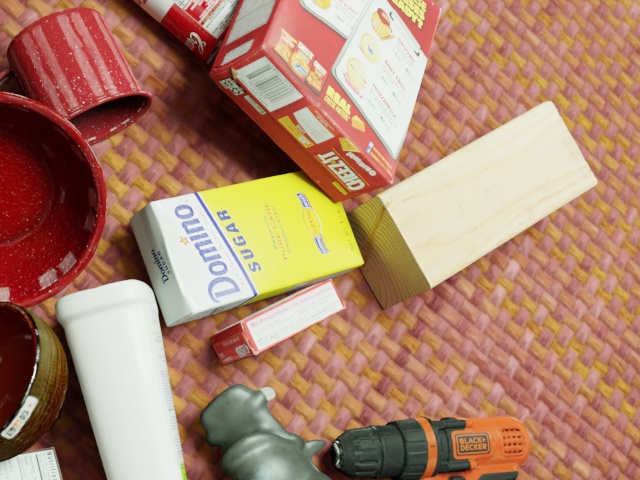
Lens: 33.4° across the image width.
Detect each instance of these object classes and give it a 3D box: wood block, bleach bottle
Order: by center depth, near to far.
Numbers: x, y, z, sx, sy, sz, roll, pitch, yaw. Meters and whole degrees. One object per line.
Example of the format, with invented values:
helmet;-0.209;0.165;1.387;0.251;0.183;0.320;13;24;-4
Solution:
bleach bottle;-0.126;0.159;0.766;0.068;0.102;0.251;-15;82;-3
wood block;0.129;-0.033;0.939;0.205;0.091;0.090;-29;89;-27

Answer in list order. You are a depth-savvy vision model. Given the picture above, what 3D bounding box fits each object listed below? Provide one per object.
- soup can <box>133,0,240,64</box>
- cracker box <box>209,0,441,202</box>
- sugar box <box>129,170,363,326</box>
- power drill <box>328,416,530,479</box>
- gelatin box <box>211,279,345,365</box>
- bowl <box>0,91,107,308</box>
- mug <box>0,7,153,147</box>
soup can;-0.111;-0.205;0.887;0.102;0.069;0.068;40;64;-10
cracker box;0.010;-0.165;0.884;0.164;0.072;0.213;43;47;-32
sugar box;-0.055;0.001;0.853;0.175;0.048;0.093;-15;81;-40
power drill;0.099;0.238;0.874;0.184;0.057;0.187;0;77;-24
gelatin box;-0.035;0.066;0.848;0.089;0.073;0.030;-26;89;-28
bowl;-0.238;-0.031;0.770;0.162;0.055;0.162;-4;106;-14
mug;-0.199;-0.119;0.818;0.117;0.093;0.081;-26;84;-9
